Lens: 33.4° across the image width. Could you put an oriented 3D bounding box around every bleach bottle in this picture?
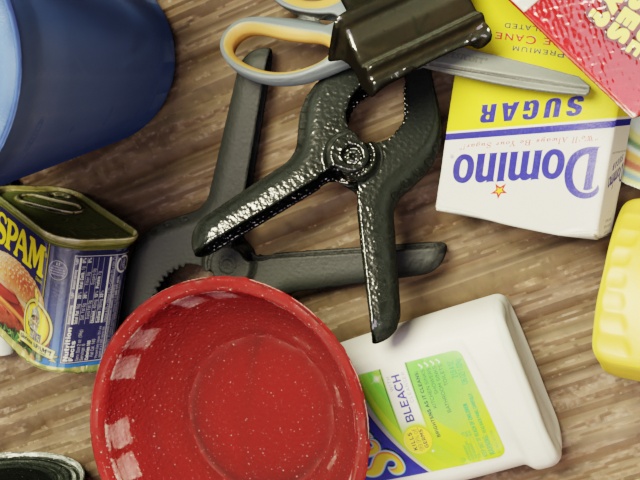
[{"bbox_3d":[0.006,0.117,0.633,0.251,0.068,0.102,-21,94,17],"label":"bleach bottle"}]

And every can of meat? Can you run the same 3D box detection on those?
[{"bbox_3d":[-0.157,0.022,0.633,0.102,0.057,0.084,29,113,46],"label":"can of meat"}]

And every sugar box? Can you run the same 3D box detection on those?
[{"bbox_3d":[0.121,-0.094,0.568,0.093,0.048,0.176,12,100,27],"label":"sugar box"}]

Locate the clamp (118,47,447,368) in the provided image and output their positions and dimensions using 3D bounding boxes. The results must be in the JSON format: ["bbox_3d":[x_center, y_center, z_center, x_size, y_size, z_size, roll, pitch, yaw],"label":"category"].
[{"bbox_3d":[-0.054,0.001,0.636,0.210,0.036,0.164,-35,90,11],"label":"clamp"}]

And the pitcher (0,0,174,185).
[{"bbox_3d":[-0.152,-0.099,0.530,0.149,0.242,0.145,-1,100,11],"label":"pitcher"}]

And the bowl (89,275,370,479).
[{"bbox_3d":[-0.043,0.099,0.585,0.162,0.055,0.162,0,90,19],"label":"bowl"}]

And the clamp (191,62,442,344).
[{"bbox_3d":[0.023,-0.032,0.582,0.120,0.039,0.171,35,83,2],"label":"clamp"}]

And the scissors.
[{"bbox_3d":[0.044,-0.119,0.574,0.202,0.016,0.096,2,69,17],"label":"scissors"}]
